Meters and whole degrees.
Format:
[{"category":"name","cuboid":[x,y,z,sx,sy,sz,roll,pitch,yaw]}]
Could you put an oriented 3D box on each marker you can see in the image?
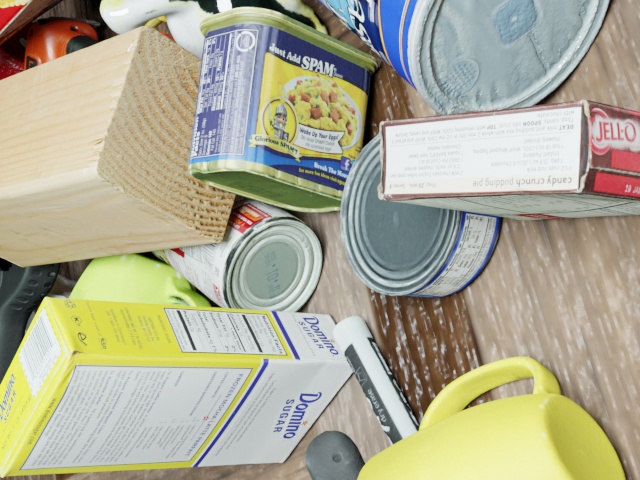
[{"category":"marker","cuboid":[0.038,0.090,0.549,0.020,0.020,0.121,-54,47,32]}]

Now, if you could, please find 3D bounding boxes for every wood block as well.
[{"category":"wood block","cuboid":[-0.144,-0.047,0.633,0.207,0.090,0.091,-6,62,45]}]

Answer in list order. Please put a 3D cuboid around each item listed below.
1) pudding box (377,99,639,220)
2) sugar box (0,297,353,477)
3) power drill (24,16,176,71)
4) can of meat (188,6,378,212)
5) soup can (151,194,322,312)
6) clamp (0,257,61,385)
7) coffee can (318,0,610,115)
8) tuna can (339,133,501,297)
[{"category":"pudding box","cuboid":[0.093,-0.031,0.442,0.114,0.089,0.039,-2,84,51]},{"category":"sugar box","cuboid":[-0.076,0.079,0.567,0.093,0.175,0.048,-55,48,30]},{"category":"power drill","cuboid":[-0.164,-0.080,0.792,0.188,0.057,0.184,34,118,47]},{"category":"can of meat","cuboid":[-0.020,-0.066,0.570,0.058,0.101,0.084,-4,77,45]},{"category":"soup can","cuboid":[-0.054,0.001,0.638,0.102,0.068,0.068,31,109,48]},{"category":"clamp","cuboid":[-0.238,0.028,0.798,0.165,0.036,0.210,43,116,46]},{"category":"coffee can","cuboid":[0.051,-0.133,0.498,0.140,0.102,0.103,51,123,42]},{"category":"tuna can","cuboid":[0.050,-0.014,0.538,0.086,0.033,0.086,-9,78,50]}]
